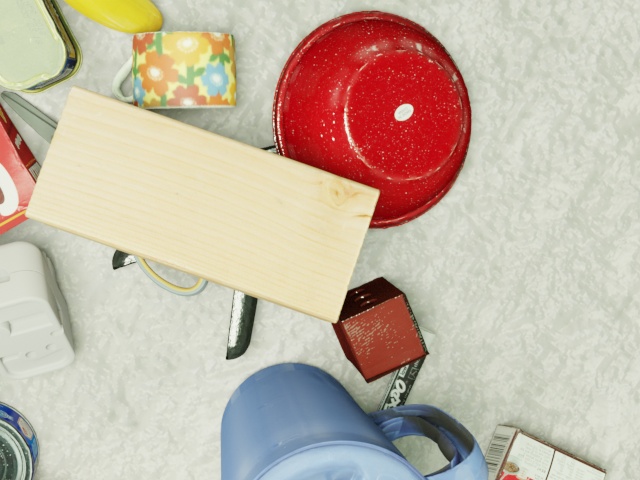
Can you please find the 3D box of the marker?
[{"bbox_3d":[0.058,0.125,0.836,0.020,0.020,0.121,23,95,-11],"label":"marker"}]

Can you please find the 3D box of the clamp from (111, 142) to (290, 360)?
[{"bbox_3d":[-0.055,0.001,0.791,0.171,0.039,0.120,-42,100,0],"label":"clamp"}]

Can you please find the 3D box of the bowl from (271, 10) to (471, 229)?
[{"bbox_3d":[0.049,-0.088,0.769,0.162,0.055,0.162,-1,93,-20],"label":"bowl"}]

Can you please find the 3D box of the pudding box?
[{"bbox_3d":[0.165,0.215,0.842,0.090,0.039,0.113,27,79,-12],"label":"pudding box"}]

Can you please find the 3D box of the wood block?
[{"bbox_3d":[-0.075,-0.021,0.710,0.206,0.090,0.091,19,85,-1],"label":"wood block"}]

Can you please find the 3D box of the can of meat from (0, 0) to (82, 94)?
[{"bbox_3d":[-0.207,-0.151,0.724,0.057,0.084,0.102,-26,101,-4],"label":"can of meat"}]

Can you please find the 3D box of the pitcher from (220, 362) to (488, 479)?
[{"bbox_3d":[0.003,0.158,0.719,0.149,0.243,0.145,19,95,-11],"label":"pitcher"}]

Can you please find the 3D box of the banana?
[{"bbox_3d":[-0.162,-0.200,0.695,0.069,0.037,0.197,-37,138,-15],"label":"banana"}]

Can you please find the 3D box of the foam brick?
[{"bbox_3d":[0.040,0.065,0.796,0.053,0.078,0.051,-25,101,-6],"label":"foam brick"}]

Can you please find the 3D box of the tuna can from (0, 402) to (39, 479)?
[{"bbox_3d":[-0.254,0.163,0.790,0.086,0.034,0.086,-1,99,-8],"label":"tuna can"}]

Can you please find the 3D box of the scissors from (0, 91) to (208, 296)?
[{"bbox_3d":[-0.133,-0.053,0.765,0.096,0.016,0.202,-36,87,-3],"label":"scissors"}]
